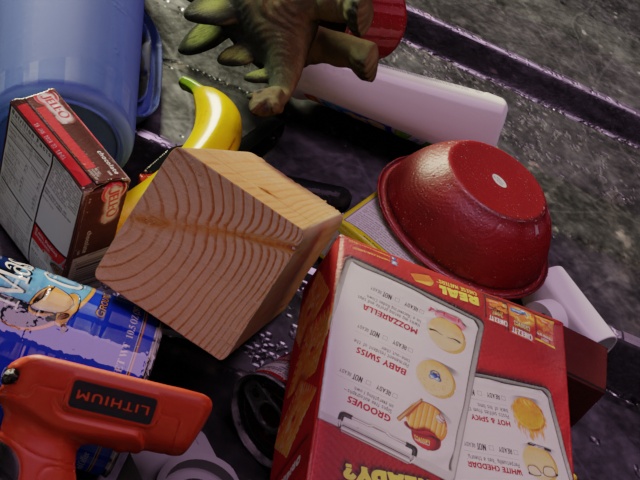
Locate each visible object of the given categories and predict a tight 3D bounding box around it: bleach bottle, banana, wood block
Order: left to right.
[{"bbox_3d":[-0.101,-0.059,0.791,0.070,0.037,0.197,1,39,17],"label":"banana"},{"bbox_3d":[-0.054,0.000,0.690,0.091,0.090,0.206,34,7,4],"label":"wood block"},{"bbox_3d":[0.040,-0.138,0.980,0.250,0.068,0.102,18,6,-4],"label":"bleach bottle"}]

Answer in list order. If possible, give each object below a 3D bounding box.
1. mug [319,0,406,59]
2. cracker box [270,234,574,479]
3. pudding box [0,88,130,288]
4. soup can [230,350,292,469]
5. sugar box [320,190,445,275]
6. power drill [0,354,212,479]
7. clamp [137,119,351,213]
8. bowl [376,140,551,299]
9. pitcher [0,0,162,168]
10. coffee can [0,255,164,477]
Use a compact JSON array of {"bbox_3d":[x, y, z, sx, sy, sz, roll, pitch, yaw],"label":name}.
[{"bbox_3d":[0.023,-0.224,1.059,0.081,0.093,0.117,-4,17,-40],"label":"mug"},{"bbox_3d":[0.061,0.116,0.625,0.164,0.072,0.213,22,44,-12],"label":"cracker box"},{"bbox_3d":[-0.174,-0.029,0.704,0.039,0.114,0.090,-22,61,-40],"label":"pudding box"},{"bbox_3d":[-0.001,0.100,0.707,0.068,0.069,0.102,46,42,19],"label":"soup can"},{"bbox_3d":[0.083,-0.009,0.891,0.093,0.048,0.175,40,37,13],"label":"sugar box"},{"bbox_3d":[-0.111,0.160,0.524,0.184,0.057,0.187,18,72,-15],"label":"power drill"},{"bbox_3d":[-0.071,-0.057,0.855,0.171,0.039,0.120,-3,34,-28],"label":"clamp"},{"bbox_3d":[0.129,-0.030,0.862,0.162,0.055,0.162,19,40,-17],"label":"bowl"},{"bbox_3d":[-0.191,-0.151,0.826,0.149,0.145,0.243,2,49,-13],"label":"pitcher"},{"bbox_3d":[-0.173,0.066,0.613,0.140,0.103,0.102,20,40,-11],"label":"coffee can"}]
